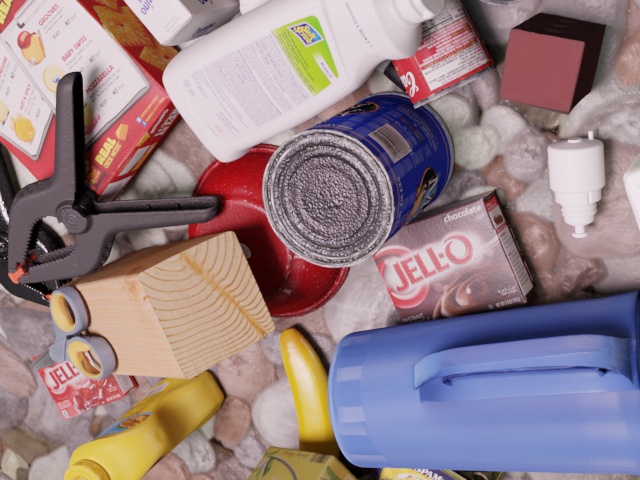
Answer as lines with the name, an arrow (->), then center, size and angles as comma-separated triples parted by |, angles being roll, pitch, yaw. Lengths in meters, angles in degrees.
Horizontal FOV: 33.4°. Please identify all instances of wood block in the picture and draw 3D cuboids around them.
wood block -> -0.136, 0.057, 0.903 | 0.206, 0.090, 0.091 | -11, 104, 59

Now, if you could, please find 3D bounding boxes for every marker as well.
marker -> 0.029, -0.157, 0.843 | 0.121, 0.020, 0.020 | 38, 119, 9

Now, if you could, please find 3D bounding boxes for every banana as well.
banana -> -0.014, 0.176, 0.971 | 0.070, 0.037, 0.198 | 14, 113, 18

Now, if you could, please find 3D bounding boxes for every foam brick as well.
foam brick -> 0.165, -0.127, 0.757 | 0.053, 0.078, 0.051 | 17, 116, 19

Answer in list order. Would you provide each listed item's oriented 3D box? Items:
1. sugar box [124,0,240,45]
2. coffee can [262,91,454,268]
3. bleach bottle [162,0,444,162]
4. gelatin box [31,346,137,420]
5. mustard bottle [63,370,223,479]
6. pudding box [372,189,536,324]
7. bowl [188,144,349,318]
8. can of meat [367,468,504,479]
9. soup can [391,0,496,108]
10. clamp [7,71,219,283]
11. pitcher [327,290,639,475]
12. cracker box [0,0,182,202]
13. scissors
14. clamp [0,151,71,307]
sugar box -> -0.147, -0.239, 0.856 | 0.048, 0.093, 0.176 | -38, 89, 31
coffee can -> 0.032, -0.050, 0.810 | 0.103, 0.140, 0.103 | 8, 111, 22
bleach bottle -> -0.008, -0.135, 0.794 | 0.251, 0.068, 0.102 | -14, 121, 45
gelatin box -> -0.237, 0.132, 1.065 | 0.089, 0.030, 0.073 | -23, 97, 30
mustard bottle -> -0.169, 0.184, 0.957 | 0.096, 0.191, 0.058 | -27, 95, 30
pudding box -> 0.104, 0.019, 0.859 | 0.114, 0.039, 0.090 | -21, 98, 30
bowl -> -0.056, 0.001, 0.920 | 0.162, 0.055, 0.162 | 8, 111, 22
can of meat -> 0.095, 0.206, 0.920 | 0.102, 0.057, 0.084 | 29, 120, 14
soup can -> 0.078, -0.159, 0.792 | 0.069, 0.068, 0.102 | -24, 96, 30
clamp -> -0.208, -0.036, 0.905 | 0.210, 0.036, 0.164 | -32, 108, 29
pitcher -> 0.129, 0.110, 0.802 | 0.243, 0.144, 0.149 | -7, 114, 22
cracker box -> -0.226, -0.151, 0.937 | 0.214, 0.072, 0.164 | 46, 121, 5
scissors -> -0.242, 0.085, 0.977 | 0.202, 0.016, 0.096 | 1, 112, 54
clamp -> -0.314, 0.002, 1.051 | 0.120, 0.039, 0.171 | -31, 93, 32
